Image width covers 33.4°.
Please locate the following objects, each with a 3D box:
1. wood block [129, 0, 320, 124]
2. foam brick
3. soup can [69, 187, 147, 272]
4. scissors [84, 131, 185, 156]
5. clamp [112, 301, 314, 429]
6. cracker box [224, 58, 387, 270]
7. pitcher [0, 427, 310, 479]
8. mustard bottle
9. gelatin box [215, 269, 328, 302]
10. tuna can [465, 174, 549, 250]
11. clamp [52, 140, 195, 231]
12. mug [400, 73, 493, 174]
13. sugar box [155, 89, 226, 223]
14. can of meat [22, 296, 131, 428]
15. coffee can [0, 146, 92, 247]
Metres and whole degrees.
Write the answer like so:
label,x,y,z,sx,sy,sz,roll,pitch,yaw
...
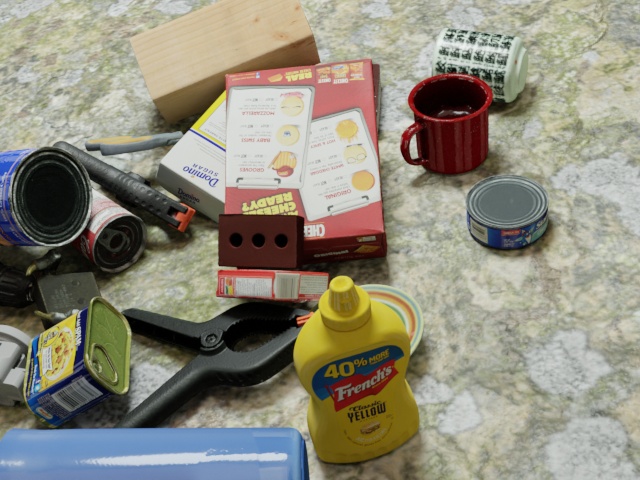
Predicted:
label,x,y,z,sx,sy,sz,roll,pitch,yaw
wood block,-0.115,-0.231,1.302,0.206,0.091,0.090,-22,75,1
foam brick,-0.057,0.001,1.039,0.078,0.053,0.051,0,-2,6
soup can,-0.246,-0.017,1.162,0.068,0.068,0.102,-36,47,-26
scissors,-0.192,-0.120,1.260,0.096,0.016,0.201,5,14,35
clamp,-0.105,0.100,1.020,0.210,0.036,0.164,-19,42,0
cracker box,-0.017,-0.081,1.138,0.164,0.072,0.213,-5,64,6
pitcher,-0.131,0.209,0.837,0.243,0.145,0.149,-4,37,2
mustard bottle,0.028,0.103,0.881,0.096,0.191,0.058,-15,42,-6
gelatin box,-0.045,0.044,1.036,0.073,0.030,0.089,1,-2,36
tuna can,0.195,-0.030,1.114,0.086,0.034,0.086,-6,42,5
clamp,-0.218,-0.061,1.182,0.172,0.120,0.039,25,93,32
mug,0.138,-0.122,1.192,0.117,0.081,0.093,-32,46,-23
sugar box,-0.104,-0.106,1.228,0.093,0.048,0.176,33,54,5
can of meat,-0.228,0.115,1.001,0.084,0.057,0.102,-30,38,17
coffee can,-0.323,-0.044,1.118,0.141,0.102,0.102,0,39,39
